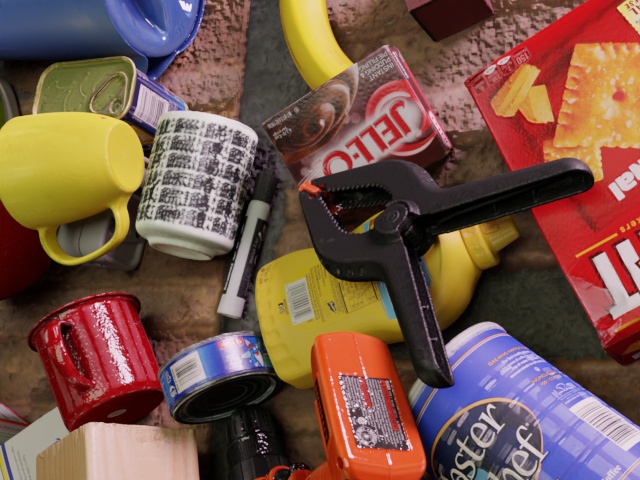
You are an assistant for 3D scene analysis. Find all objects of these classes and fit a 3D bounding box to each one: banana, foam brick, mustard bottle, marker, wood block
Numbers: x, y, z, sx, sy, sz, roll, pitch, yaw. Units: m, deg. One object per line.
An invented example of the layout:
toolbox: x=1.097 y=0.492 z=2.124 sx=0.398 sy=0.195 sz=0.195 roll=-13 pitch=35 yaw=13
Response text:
banana: x=0.006 y=-0.164 z=0.848 sx=0.069 sy=0.037 sz=0.198 roll=-24 pitch=64 yaw=-7
foam brick: x=0.089 y=-0.201 z=0.803 sx=0.053 sy=0.051 sz=0.078 roll=-23 pitch=64 yaw=21
mustard bottle: x=0.049 y=0.027 z=0.747 sx=0.192 sy=0.058 sz=0.096 roll=-26 pitch=56 yaw=20
marker: x=-0.056 y=0.001 z=0.835 sx=0.020 sy=0.020 sz=0.121 roll=10 pitch=79 yaw=30
wood block: x=-0.137 y=0.240 z=0.737 sx=0.091 sy=0.090 sz=0.206 roll=-34 pitch=55 yaw=44

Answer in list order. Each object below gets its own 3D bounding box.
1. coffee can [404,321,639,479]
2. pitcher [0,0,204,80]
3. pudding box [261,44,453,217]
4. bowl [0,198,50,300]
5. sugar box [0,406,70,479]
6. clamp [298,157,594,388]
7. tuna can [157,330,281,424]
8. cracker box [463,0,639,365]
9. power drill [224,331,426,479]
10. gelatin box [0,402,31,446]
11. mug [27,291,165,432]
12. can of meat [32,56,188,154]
coffee can: x=0.130 y=0.129 z=0.645 sx=0.140 sy=0.102 sz=0.103 roll=36 pitch=93 yaw=32
pitcher: x=-0.233 y=-0.230 z=0.941 sx=0.243 sy=0.145 sz=0.149 roll=2 pitch=60 yaw=32
pudding box: x=0.028 y=-0.076 z=0.785 sx=0.114 sy=0.039 sz=0.090 roll=-31 pitch=89 yaw=19
bowl: x=-0.257 y=-0.020 z=0.902 sx=0.055 sy=0.162 sz=0.162 roll=1 pitch=69 yaw=-18
sugar box: x=-0.249 y=0.217 z=0.858 sx=0.176 sy=0.048 sz=0.093 roll=-32 pitch=62 yaw=12
clamp: x=0.064 y=-0.012 z=0.692 sx=0.164 sy=0.036 sz=0.210 roll=-48 pitch=39 yaw=-7
tuna can: x=-0.072 y=0.101 z=0.774 sx=0.086 sy=0.086 sz=0.034 roll=-30 pitch=64 yaw=17
cracker box: x=0.209 y=-0.055 z=0.678 sx=0.164 sy=0.072 sz=0.214 roll=-31 pitch=63 yaw=17
power drill: x=-0.008 y=0.145 z=0.687 sx=0.184 sy=0.057 sz=0.188 roll=-108 pitch=34 yaw=-40
gelatin box: x=-0.293 y=0.144 z=0.878 sx=0.073 sy=0.089 sz=0.030 roll=24 pitch=86 yaw=32
mug: x=-0.173 y=0.095 z=0.816 sx=0.093 sy=0.117 sz=0.081 roll=-28 pitch=67 yaw=5
can of meat: x=-0.174 y=-0.109 z=0.896 sx=0.102 sy=0.083 sz=0.057 roll=0 pitch=74 yaw=29
